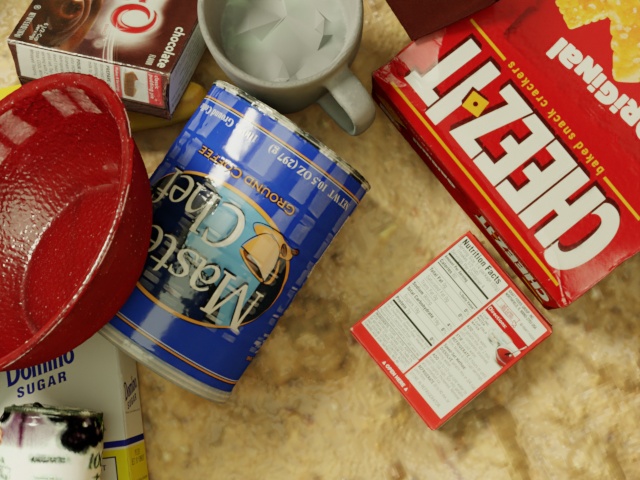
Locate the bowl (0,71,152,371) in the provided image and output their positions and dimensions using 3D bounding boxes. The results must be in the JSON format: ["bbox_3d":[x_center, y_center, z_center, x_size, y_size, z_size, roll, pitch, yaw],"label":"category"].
[{"bbox_3d":[-0.135,0.000,0.524,0.162,0.055,0.162,-18,56,29],"label":"bowl"}]

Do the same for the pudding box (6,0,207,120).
[{"bbox_3d":[-0.107,-0.124,0.590,0.090,0.039,0.113,12,53,7],"label":"pudding box"}]

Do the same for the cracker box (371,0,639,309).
[{"bbox_3d":[0.159,-0.090,0.579,0.213,0.072,0.164,-39,84,1],"label":"cracker box"}]

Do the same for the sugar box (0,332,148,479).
[{"bbox_3d":[-0.144,0.141,0.598,0.093,0.048,0.176,-7,82,4],"label":"sugar box"}]

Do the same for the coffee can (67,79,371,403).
[{"bbox_3d":[-0.054,0.001,0.572,0.103,0.103,0.140,34,89,5],"label":"coffee can"}]

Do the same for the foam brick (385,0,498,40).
[{"bbox_3d":[0.049,-0.150,0.537,0.051,0.078,0.053,-25,51,15],"label":"foam brick"}]

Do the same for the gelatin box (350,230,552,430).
[{"bbox_3d":[0.073,0.050,0.596,0.089,0.030,0.073,-40,83,0],"label":"gelatin box"}]
